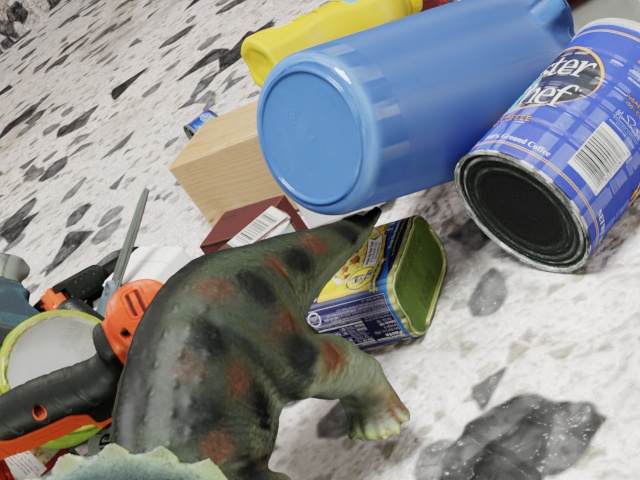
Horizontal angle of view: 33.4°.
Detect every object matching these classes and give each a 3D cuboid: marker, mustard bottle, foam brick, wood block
[{"bbox_3d":[-0.133,0.152,0.813,0.121,0.020,0.020,-16,31,38],"label":"marker"},{"bbox_3d":[0.023,-0.204,1.010,0.191,0.058,0.096,-29,13,-14],"label":"mustard bottle"},{"bbox_3d":[-0.056,0.001,0.947,0.078,0.051,0.053,-14,31,40],"label":"foam brick"},{"bbox_3d":[-0.031,-0.088,1.027,0.207,0.090,0.090,-17,29,37],"label":"wood block"}]

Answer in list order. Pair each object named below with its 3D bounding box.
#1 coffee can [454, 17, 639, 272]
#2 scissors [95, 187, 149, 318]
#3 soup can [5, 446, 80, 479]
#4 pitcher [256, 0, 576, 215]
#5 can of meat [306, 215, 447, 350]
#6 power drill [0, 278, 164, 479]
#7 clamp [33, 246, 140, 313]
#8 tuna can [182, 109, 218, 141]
[{"bbox_3d":[0.171,-0.063,0.701,0.140,0.102,0.103,-46,26,-21],"label":"coffee can"},{"bbox_3d":[-0.195,0.054,0.953,0.096,0.016,0.202,-6,70,56],"label":"scissors"},{"bbox_3d":[-0.247,0.188,0.839,0.102,0.068,0.069,-47,26,-23],"label":"soup can"},{"bbox_3d":[0.068,-0.092,0.760,0.145,0.149,0.242,11,24,42],"label":"pitcher"},{"bbox_3d":[0.037,0.032,0.762,0.084,0.057,0.102,-17,31,31],"label":"can of meat"},{"bbox_3d":[-0.150,0.118,0.690,0.187,0.184,0.057,-29,53,-8],"label":"power drill"},{"bbox_3d":[-0.249,0.066,1.036,0.164,0.036,0.210,-39,2,2],"label":"clamp"},{"bbox_3d":[-0.110,-0.100,1.160,0.033,0.086,0.086,-39,24,-10],"label":"tuna can"}]
